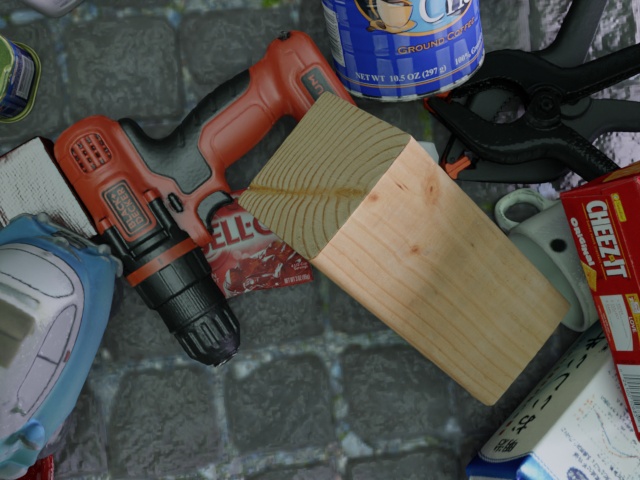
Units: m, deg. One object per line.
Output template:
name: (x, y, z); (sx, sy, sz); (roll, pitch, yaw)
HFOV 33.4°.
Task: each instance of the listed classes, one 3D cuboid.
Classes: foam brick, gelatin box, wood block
foam brick: (-0.189, -0.025, 0.725); (0.051, 0.053, 0.078); (-31, 94, -3)
gelatin box: (-0.055, 0.001, 0.747); (0.089, 0.030, 0.073); (-11, 93, -4)
wood block: (0.059, 0.011, 0.675); (0.090, 0.091, 0.205); (-51, 131, -1)

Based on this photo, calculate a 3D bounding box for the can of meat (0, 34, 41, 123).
can of meat: (-0.243, -0.116, 0.700); (0.102, 0.084, 0.057); (14, 91, -5)

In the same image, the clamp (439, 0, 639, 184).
clamp: (0.183, -0.096, 0.756); (0.210, 0.036, 0.164); (-39, 94, 0)

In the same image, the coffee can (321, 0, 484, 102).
coffee can: (0.047, -0.174, 0.680); (0.102, 0.103, 0.140); (-16, 126, -4)

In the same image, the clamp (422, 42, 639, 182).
clamp: (0.158, -0.095, 0.717); (0.171, 0.039, 0.120); (18, 77, 6)

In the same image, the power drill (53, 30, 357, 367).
power drill: (-0.055, -0.035, 0.702); (0.187, 0.057, 0.184); (-33, 93, -6)
